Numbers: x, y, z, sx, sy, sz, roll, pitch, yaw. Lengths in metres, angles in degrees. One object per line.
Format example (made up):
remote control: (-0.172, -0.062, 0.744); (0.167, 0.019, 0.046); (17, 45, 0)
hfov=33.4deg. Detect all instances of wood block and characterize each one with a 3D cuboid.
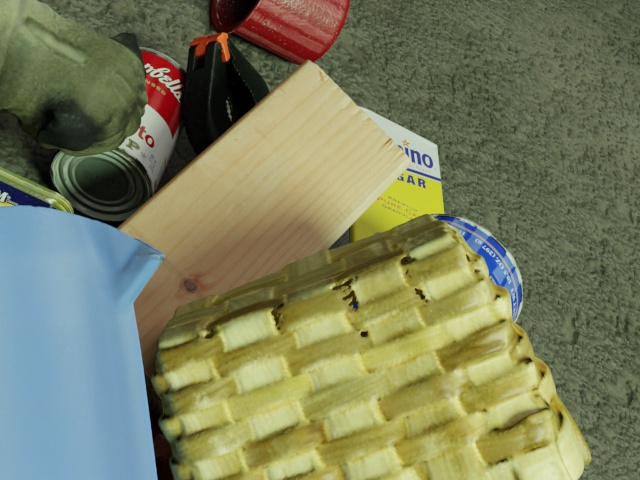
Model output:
wood block: (-0.054, 0.000, 0.626); (0.091, 0.090, 0.205); (45, 64, 0)

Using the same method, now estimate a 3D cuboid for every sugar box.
sugar box: (0.051, -0.020, 0.829); (0.093, 0.048, 0.176); (23, 47, -26)

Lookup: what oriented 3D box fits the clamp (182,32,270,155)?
clamp: (-0.057, -0.050, 0.723); (0.120, 0.039, 0.171); (-53, 126, -50)

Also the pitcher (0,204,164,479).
pitcher: (-0.132, 0.119, 0.420); (0.144, 0.149, 0.243); (-3, 72, -34)

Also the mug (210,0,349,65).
mug: (-0.036, -0.198, 0.877); (0.081, 0.093, 0.117); (22, 10, -33)

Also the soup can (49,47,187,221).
soup can: (-0.128, -0.070, 0.697); (0.068, 0.069, 0.102); (32, 43, -17)
